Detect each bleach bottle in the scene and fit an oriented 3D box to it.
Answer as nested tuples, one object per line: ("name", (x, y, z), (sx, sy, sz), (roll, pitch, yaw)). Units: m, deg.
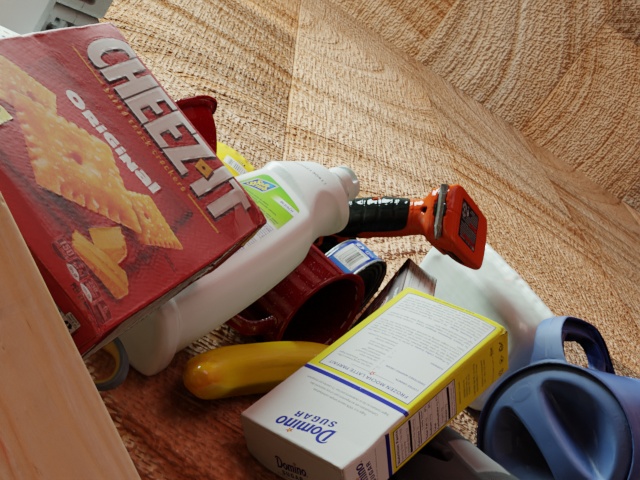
("bleach bottle", (-0.055, 0.001, 0.779), (0.103, 0.068, 0.250), (41, 44, 22))

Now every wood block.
("wood block", (-0.163, 0.055, 0.441), (0.206, 0.091, 0.090), (64, 22, 0))

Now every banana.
("banana", (-0.038, 0.090, 0.759), (0.197, 0.070, 0.037), (2, 76, -49))

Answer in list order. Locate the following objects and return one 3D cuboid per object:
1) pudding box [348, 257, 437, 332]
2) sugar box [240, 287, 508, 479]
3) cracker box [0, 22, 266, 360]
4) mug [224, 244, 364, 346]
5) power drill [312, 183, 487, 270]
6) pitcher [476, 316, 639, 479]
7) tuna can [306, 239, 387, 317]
("pudding box", (0.058, 0.073, 0.920), (0.039, 0.090, 0.113), (35, 19, -4))
("sugar box", (0.041, 0.102, 0.723), (0.093, 0.048, 0.176), (21, 44, 39))
("cracker box", (-0.135, -0.031, 0.583), (0.164, 0.072, 0.213), (52, 25, -1))
("mug", (-0.034, 0.044, 0.849), (0.117, 0.093, 0.082), (-20, 50, -40))
("power drill", (0.055, -0.008, 0.994), (0.188, 0.057, 0.184), (1, -16, 24))
("pitcher", (0.247, 0.166, 0.956), (0.145, 0.149, 0.242), (42, 15, 29))
("tuna can", (0.017, 0.041, 0.933), (0.034, 0.086, 0.086), (42, 19, 21))
